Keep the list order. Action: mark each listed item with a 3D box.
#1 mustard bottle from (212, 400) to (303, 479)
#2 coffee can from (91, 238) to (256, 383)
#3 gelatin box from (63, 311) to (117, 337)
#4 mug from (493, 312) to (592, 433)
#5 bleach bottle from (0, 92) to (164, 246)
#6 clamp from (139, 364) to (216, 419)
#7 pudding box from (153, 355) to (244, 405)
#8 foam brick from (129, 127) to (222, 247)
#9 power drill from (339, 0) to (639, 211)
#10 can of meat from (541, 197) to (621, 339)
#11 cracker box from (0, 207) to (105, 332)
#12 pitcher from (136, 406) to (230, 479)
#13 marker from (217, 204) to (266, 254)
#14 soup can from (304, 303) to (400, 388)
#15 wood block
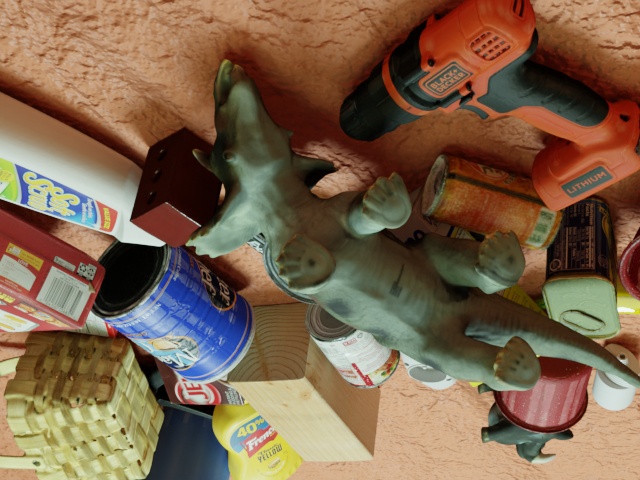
[{"bbox_3d":[-0.079,0.219,1.280,0.096,0.058,0.191,-29,134,-15],"label":"mustard bottle"},{"bbox_3d":[-0.144,0.064,1.046,0.103,0.102,0.140,-13,141,32],"label":"coffee can"},{"bbox_3d":[-0.266,0.072,1.158,0.089,0.030,0.073,8,149,2],"label":"gelatin box"},{"bbox_3d":[0.223,0.116,1.025,0.093,0.117,0.081,31,145,26],"label":"mug"},{"bbox_3d":[-0.211,-0.055,0.918,0.250,0.068,0.103,23,148,-23],"label":"bleach bottle"},{"bbox_3d":[-0.195,0.183,1.299,0.172,0.039,0.120,-9,128,36],"label":"clamp"},{"bbox_3d":[-0.134,0.130,1.174,0.090,0.039,0.113,-2,123,17],"label":"pudding box"},{"bbox_3d":[-0.119,-0.043,0.897,0.053,0.078,0.051,-22,138,40],"label":"foam brick"},{"bbox_3d":[0.128,-0.090,0.776,0.187,0.057,0.185,26,147,-25],"label":"power drill"},{"bbox_3d":[0.221,0.024,0.902,0.057,0.084,0.102,-4,145,19],"label":"can of meat"},{"bbox_3d":[-0.326,0.023,1.018,0.164,0.072,0.214,32,157,-30],"label":"cracker box"},{"bbox_3d":[-0.184,0.336,1.316,0.149,0.242,0.145,-4,143,22],"label":"pitcher"},{"bbox_3d":[-0.057,0.001,1.002,0.020,0.020,0.121,-19,138,37],"label":"marker"},{"bbox_3d":[0.033,0.097,1.082,0.069,0.068,0.102,-6,144,23],"label":"soup can"},{"bbox_3d":[-0.013,0.161,1.171,0.090,0.090,0.206,-6,145,23],"label":"wood block"}]
